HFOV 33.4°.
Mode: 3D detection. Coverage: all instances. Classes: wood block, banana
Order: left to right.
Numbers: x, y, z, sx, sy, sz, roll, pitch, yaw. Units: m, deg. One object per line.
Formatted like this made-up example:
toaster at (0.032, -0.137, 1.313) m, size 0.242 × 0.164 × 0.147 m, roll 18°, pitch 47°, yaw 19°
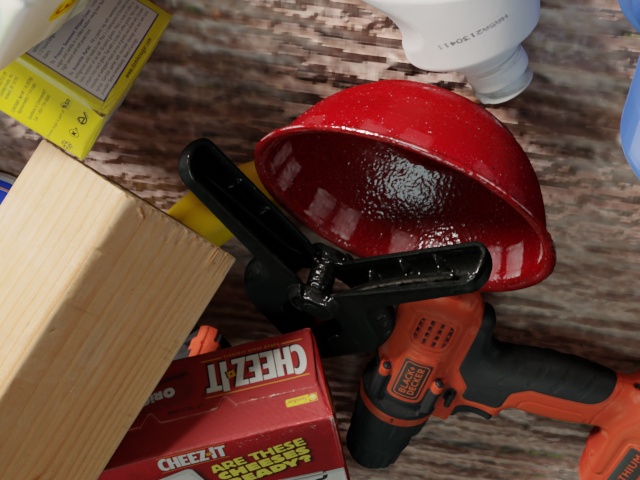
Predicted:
wood block at (-0.150, 0.065, 0.563) m, size 0.090 × 0.206 × 0.090 m, roll 30°, pitch 177°, yaw 43°
banana at (-0.072, 0.001, 0.660) m, size 0.069 × 0.037 × 0.198 m, roll 5°, pitch 145°, yaw -30°

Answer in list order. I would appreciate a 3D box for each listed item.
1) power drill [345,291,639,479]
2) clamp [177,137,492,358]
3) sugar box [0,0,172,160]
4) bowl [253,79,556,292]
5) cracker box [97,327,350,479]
power drill at (0.118, 0.111, 0.685) m, size 0.187 × 0.057 × 0.185 m, roll 18°, pitch 135°, yaw 0°
clamp at (-0.008, 0.017, 0.605) m, size 0.164 × 0.036 × 0.210 m, roll 25°, pitch 157°, yaw 0°
sugar box at (-0.171, -0.124, 0.531) m, size 0.176 × 0.093 × 0.048 m, roll 31°, pitch 135°, yaw -11°
bowl at (0.050, -0.034, 0.548) m, size 0.162 × 0.055 × 0.162 m, roll 21°, pitch 161°, yaw 8°
cracker box at (-0.064, 0.151, 0.694) m, size 0.164 × 0.072 × 0.213 m, roll -14°, pitch 144°, yaw -1°
